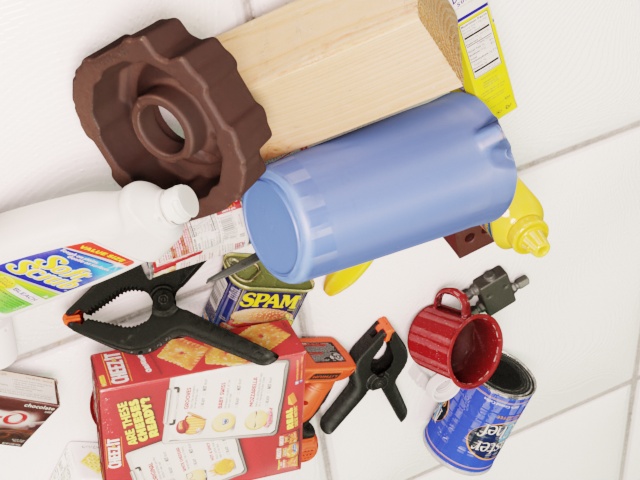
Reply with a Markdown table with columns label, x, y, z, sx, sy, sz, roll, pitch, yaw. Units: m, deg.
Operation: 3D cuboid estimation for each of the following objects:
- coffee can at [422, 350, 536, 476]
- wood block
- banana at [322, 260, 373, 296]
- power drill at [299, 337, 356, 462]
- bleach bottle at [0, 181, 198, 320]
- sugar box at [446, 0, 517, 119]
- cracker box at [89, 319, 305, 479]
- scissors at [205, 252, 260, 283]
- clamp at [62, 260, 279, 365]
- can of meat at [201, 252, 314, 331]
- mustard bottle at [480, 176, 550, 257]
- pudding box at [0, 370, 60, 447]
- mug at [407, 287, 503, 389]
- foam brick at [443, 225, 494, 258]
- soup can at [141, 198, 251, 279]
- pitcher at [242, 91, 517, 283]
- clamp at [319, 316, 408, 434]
| label | x | y | z | sx | sy | sz | roll | pitch | yaw |
| --- | --- | --- | --- | --- | --- | --- | --- | --- | --- |
| coffee can | 0.208 | 0.223 | 1.402 | 0.102 | 0.103 | 0.140 | 3 | 124 | -31 |
| wood block | 0.010 | -0.156 | 0.925 | 0.206 | 0.090 | 0.090 | -19 | 140 | 25 |
| banana | 0.043 | -0.021 | 1.157 | 0.069 | 0.037 | 0.198 | 0 | 127 | -7 |
| power drill | -0.053 | 0.200 | 1.260 | 0.184 | 0.057 | 0.188 | 0 | 129 | -43 |
| bleach bottle | -0.219 | -0.001 | 0.925 | 0.251 | 0.068 | 0.102 | -19 | 141 | 26 |
| sugar box | 0.130 | -0.200 | 1.013 | 0.048 | 0.093 | 0.176 | -34 | 135 | -2 |
| cracker box | -0.127 | 0.181 | 1.122 | 0.213 | 0.072 | 0.164 | -8 | 122 | -18 |
| scissors | -0.057 | 0.001 | 1.052 | 0.201 | 0.096 | 0.016 | -14 | 122 | -40 |
| clamp | -0.152 | 0.051 | 1.069 | 0.210 | 0.164 | 0.036 | -5 | 167 | -3 |
| can of meat | -0.069 | 0.064 | 1.148 | 0.101 | 0.057 | 0.084 | 5 | 126 | -31 |
| mustard bottle | 0.177 | -0.046 | 1.097 | 0.058 | 0.192 | 0.096 | -26 | 135 | -8 |
| pudding box | -0.335 | 0.168 | 1.081 | 0.113 | 0.039 | 0.090 | 14 | 136 | -38 |
| mug | 0.158 | 0.113 | 1.287 | 0.093 | 0.082 | 0.117 | -18 | 112 | -34 |
| foam brick | 0.176 | -0.026 | 1.212 | 0.078 | 0.051 | 0.053 | -26 | 135 | -8 |
| soup can | -0.122 | -0.012 | 0.996 | 0.102 | 0.068 | 0.068 | -19 | 133 | -15 |
| pitcher | 0.049 | -0.042 | 0.996 | 0.242 | 0.145 | 0.149 | -20 | 128 | -30 |
| clamp | 0.057 | 0.173 | 1.322 | 0.120 | 0.039 | 0.171 | -16 | 127 | -23 |
